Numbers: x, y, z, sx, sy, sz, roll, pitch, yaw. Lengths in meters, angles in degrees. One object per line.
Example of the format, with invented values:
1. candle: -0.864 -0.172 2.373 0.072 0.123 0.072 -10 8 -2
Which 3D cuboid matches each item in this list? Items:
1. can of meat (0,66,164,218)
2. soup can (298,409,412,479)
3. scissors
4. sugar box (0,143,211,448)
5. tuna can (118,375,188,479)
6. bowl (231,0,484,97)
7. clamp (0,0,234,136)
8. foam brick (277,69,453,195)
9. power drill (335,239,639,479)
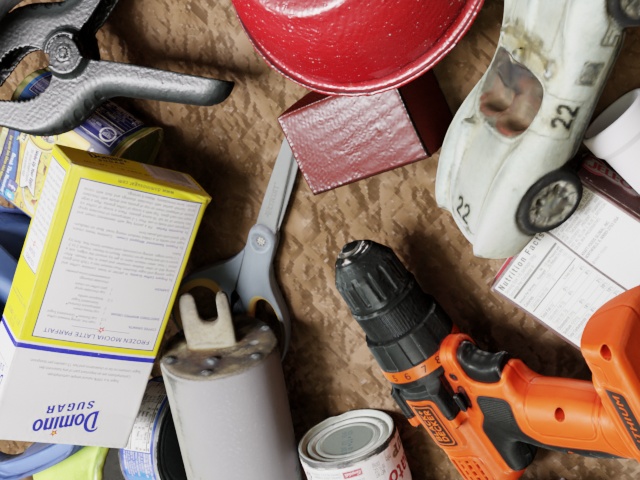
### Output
1. can of meat: -0.162 -0.052 0.695 0.084 0.057 0.102 35 124 9
2. soup can: 0.030 0.172 0.707 0.069 0.068 0.102 -7 111 28
3. scissors: -0.055 0.001 0.693 0.096 0.016 0.202 12 119 18
4. sugar box: -0.139 0.038 0.648 0.048 0.093 0.176 42 114 53
5. tuna can: -0.103 0.138 0.743 0.034 0.086 0.086 2 115 27
6. bowl: 0.005 -0.154 0.532 0.162 0.055 0.162 2 95 29
7. clamp: -0.136 -0.103 0.631 0.172 0.039 0.120 -31 81 15
8. foam brick: 0.026 -0.066 0.598 0.078 0.052 0.051 -17 106 32
9. power drill: 0.108 0.067 0.586 0.188 0.057 0.184 -8 125 52
